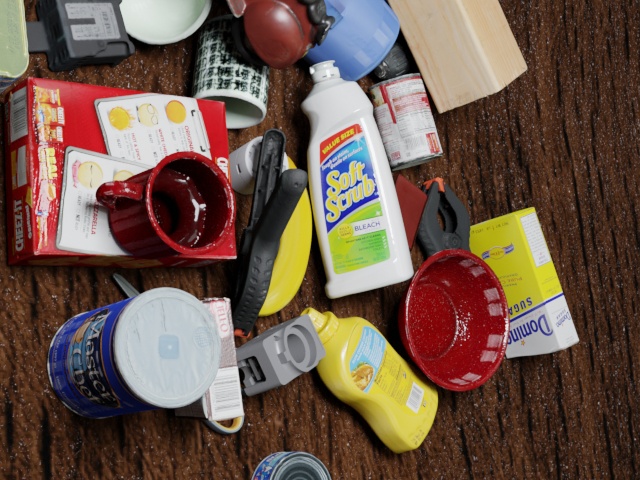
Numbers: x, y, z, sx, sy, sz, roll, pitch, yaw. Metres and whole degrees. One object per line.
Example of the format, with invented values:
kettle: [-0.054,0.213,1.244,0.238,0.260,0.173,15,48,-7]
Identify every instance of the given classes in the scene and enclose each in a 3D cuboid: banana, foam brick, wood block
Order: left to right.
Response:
banana: [-0.041,0.004,1.149,0.069,0.037,0.197,30,62,-29]
foam brick: [0.083,-0.028,1.245,0.051,0.053,0.078,35,59,-27]
wood block: [0.151,-0.269,1.257,0.090,0.090,0.206,-38,105,-48]

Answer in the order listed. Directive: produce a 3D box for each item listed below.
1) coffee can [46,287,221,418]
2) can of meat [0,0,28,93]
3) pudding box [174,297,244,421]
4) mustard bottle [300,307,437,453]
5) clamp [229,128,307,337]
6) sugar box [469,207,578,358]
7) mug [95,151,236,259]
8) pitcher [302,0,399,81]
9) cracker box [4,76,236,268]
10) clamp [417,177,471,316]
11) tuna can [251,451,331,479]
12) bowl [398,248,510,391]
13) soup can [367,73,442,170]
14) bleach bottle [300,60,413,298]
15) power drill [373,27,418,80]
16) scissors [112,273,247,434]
coffee can: [-0.169,0.104,0.956,0.102,0.141,0.103,11,72,-36]
can of meat: [-0.304,-0.181,0.959,0.057,0.084,0.102,-2,80,-38]
pudding box: [-0.112,0.113,1.011,0.039,0.090,0.113,-3,85,-28]
mustard bottle: [0.047,0.141,1.169,0.191,0.058,0.096,45,45,-20]
clamp: [-0.057,0.001,1.046,0.036,0.165,0.210,12,100,-13]
sugar box: [0.248,0.055,1.327,0.048,0.094,0.176,-17,89,-39]
mug: [-0.146,-0.029,0.954,0.117,0.082,0.093,14,73,-37]
pitcher: [-0.024,-0.282,1.172,0.242,0.145,0.149,41,54,-27]
cracker box: [-0.192,-0.058,1.025,0.213,0.072,0.164,2,79,-39]
clamp: [0.163,0.010,1.307,0.120,0.039,0.171,3,81,-38]
tuna can: [-0.029,0.260,1.096,0.086,0.034,0.086,11,72,-36]
bowl: [0.142,0.092,1.226,0.161,0.055,0.162,6,80,-35]
soup can: [0.102,-0.141,1.279,0.068,0.069,0.102,-14,88,-40]
bleach bottle: [0.026,-0.069,1.170,0.068,0.103,0.251,-19,94,-79]
power drill: [0.092,-0.304,1.321,0.184,0.058,0.187,-39,106,-42]
scissors: [-0.124,0.099,1.074,0.096,0.016,0.202,-35,101,-40]
